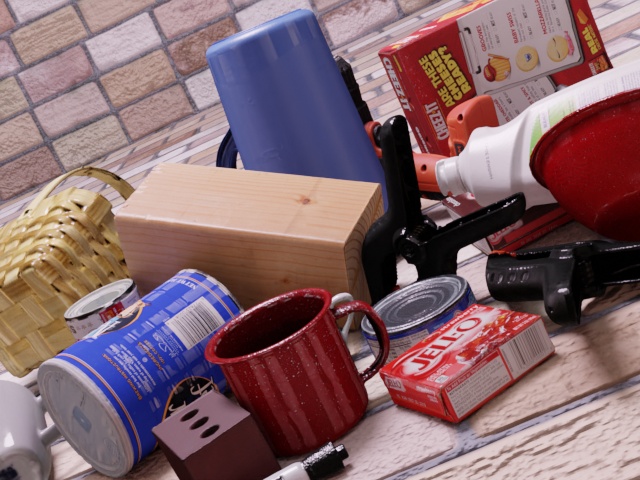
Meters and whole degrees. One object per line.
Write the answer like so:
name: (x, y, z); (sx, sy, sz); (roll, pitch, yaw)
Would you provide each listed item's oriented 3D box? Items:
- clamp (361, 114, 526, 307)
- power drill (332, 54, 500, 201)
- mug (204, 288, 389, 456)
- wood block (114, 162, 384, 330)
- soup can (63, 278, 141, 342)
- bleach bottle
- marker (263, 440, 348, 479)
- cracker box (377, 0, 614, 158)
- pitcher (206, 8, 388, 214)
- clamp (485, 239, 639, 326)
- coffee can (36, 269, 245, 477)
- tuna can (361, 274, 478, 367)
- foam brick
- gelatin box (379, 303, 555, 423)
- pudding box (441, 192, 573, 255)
clamp: (0.069, -0.011, 0.809); (0.039, 0.120, 0.172); (-29, -21, -45)
power drill: (0.084, -0.097, 1.035); (0.188, 0.184, 0.057); (4, 31, 43)
mug: (-0.008, 0.084, 0.718); (0.117, 0.081, 0.093); (-27, 16, -6)
wood block: (-0.056, 0.001, 0.901); (0.206, 0.090, 0.090); (7, 39, 22)
soup can: (-0.166, 0.092, 0.911); (0.068, 0.102, 0.068); (-24, 15, 7)
bleach bottle: (0.211, -0.085, 0.825); (0.251, 0.068, 0.102); (-14, 60, 22)
marker: (-0.037, 0.156, 0.645); (0.121, 0.020, 0.020); (-28, 15, -9)
cracker box: (0.189, -0.169, 1.108); (0.213, 0.164, 0.072); (-28, 13, -11)
pitcher: (-0.024, -0.083, 1.004); (0.149, 0.243, 0.145); (-24, 12, -11)
clamp: (0.181, 0.018, 0.703); (0.164, 0.036, 0.210); (-13, 4, -14)
coffee can: (-0.131, 0.100, 0.826); (0.140, 0.103, 0.103); (-36, 18, -36)
tuna can: (0.073, 0.059, 0.768); (0.086, 0.034, 0.086); (-24, 15, 6)
foam brick: (-0.068, 0.138, 0.692); (0.053, 0.051, 0.078); (-31, 16, -19)
gelatin box: (0.092, 0.077, 0.684); (0.089, 0.030, 0.073); (-31, 16, -22)
pudding box: (0.164, -0.030, 0.913); (0.090, 0.039, 0.113); (-27, 15, -4)
